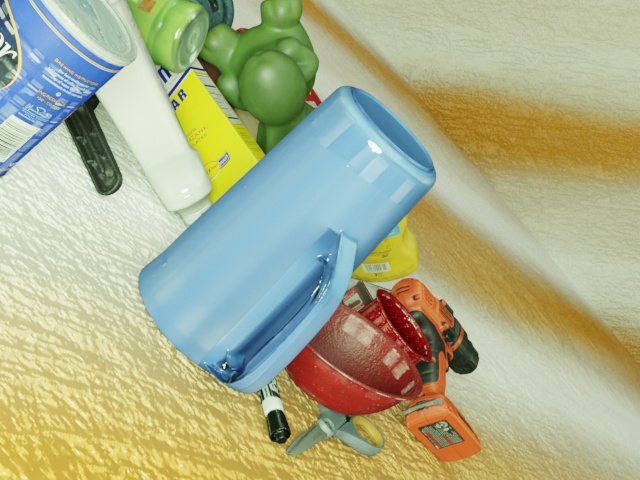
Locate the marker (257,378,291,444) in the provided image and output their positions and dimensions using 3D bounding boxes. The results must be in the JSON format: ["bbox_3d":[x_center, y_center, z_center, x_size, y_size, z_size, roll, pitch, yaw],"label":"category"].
[{"bbox_3d":[-0.046,0.127,0.928,0.020,0.020,0.121,39,21,-39],"label":"marker"}]

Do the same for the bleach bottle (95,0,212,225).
[{"bbox_3d":[-0.160,-0.115,0.973,0.251,0.068,0.102,64,0,-27],"label":"bleach bottle"}]

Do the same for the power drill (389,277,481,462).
[{"bbox_3d":[0.142,0.158,1.243,0.184,0.057,0.187,46,29,-39],"label":"power drill"}]

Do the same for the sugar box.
[{"bbox_3d":[-0.130,-0.108,1.072,0.176,0.093,0.048,53,16,5],"label":"sugar box"}]

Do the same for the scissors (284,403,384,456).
[{"bbox_3d":[0.018,0.184,0.983,0.096,0.016,0.201,45,16,-5],"label":"scissors"}]

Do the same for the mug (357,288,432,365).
[{"bbox_3d":[0.062,0.120,1.131,0.093,0.082,0.117,39,20,-39],"label":"mug"}]

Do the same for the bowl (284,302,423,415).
[{"bbox_3d":[0.017,0.116,1.019,0.162,0.055,0.162,31,17,-11],"label":"bowl"}]

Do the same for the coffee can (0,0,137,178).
[{"bbox_3d":[-0.218,-0.126,0.775,0.102,0.140,0.103,46,17,-19],"label":"coffee can"}]

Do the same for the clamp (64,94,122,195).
[{"bbox_3d":[-0.238,-0.147,0.946,0.164,0.036,0.210,50,12,-36],"label":"clamp"}]

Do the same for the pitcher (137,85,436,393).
[{"bbox_3d":[-0.021,0.000,0.862,0.149,0.243,0.144,48,19,8],"label":"pitcher"}]

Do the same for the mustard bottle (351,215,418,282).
[{"bbox_3d":[0.055,-0.021,1.239,0.191,0.096,0.058,67,23,-55],"label":"mustard bottle"}]
